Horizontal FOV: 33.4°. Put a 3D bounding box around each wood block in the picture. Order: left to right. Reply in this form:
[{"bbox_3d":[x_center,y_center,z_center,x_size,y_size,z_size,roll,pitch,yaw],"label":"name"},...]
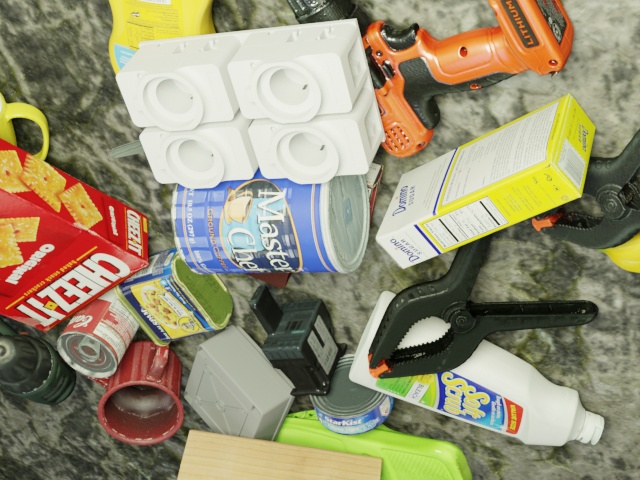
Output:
[{"bbox_3d":[-0.044,0.272,1.119,0.206,0.090,0.091,7,136,3],"label":"wood block"}]

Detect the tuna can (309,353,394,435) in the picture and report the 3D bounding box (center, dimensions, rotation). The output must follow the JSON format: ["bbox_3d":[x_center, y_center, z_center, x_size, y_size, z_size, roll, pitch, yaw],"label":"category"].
[{"bbox_3d":[0.033,0.160,1.111,0.086,0.086,0.034,3,133,21],"label":"tuna can"}]

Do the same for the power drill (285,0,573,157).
[{"bbox_3d":[0.081,-0.162,0.811,0.188,0.057,0.184,-17,122,37],"label":"power drill"}]

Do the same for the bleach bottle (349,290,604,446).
[{"bbox_3d":[0.160,0.139,1.054,0.251,0.068,0.103,21,135,1],"label":"bleach bottle"}]

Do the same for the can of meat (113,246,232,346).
[{"bbox_3d":[-0.152,0.056,1.116,0.084,0.057,0.102,-16,124,31],"label":"can of meat"}]

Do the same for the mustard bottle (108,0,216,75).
[{"bbox_3d":[-0.130,-0.167,0.895,0.096,0.058,0.192,10,134,7],"label":"mustard bottle"}]

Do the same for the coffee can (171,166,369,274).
[{"bbox_3d":[-0.040,-0.023,0.904,0.140,0.102,0.103,-1,130,22],"label":"coffee can"}]

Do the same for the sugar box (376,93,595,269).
[{"bbox_3d":[0.133,-0.045,0.870,0.177,0.093,0.048,-27,116,40],"label":"sugar box"}]

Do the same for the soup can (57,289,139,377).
[{"bbox_3d":[-0.228,0.087,1.145,0.068,0.102,0.068,12,135,13],"label":"soup can"}]

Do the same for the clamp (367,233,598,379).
[{"bbox_3d":[0.124,0.054,0.966,0.210,0.036,0.164,-29,114,14],"label":"clamp"}]

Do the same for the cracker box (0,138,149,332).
[{"bbox_3d":[-0.299,-0.002,1.037,0.164,0.072,0.213,-31,139,26],"label":"cracker box"}]

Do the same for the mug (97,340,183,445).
[{"bbox_3d":[-0.192,0.157,1.182,0.093,0.081,0.117,16,121,-13],"label":"mug"}]
